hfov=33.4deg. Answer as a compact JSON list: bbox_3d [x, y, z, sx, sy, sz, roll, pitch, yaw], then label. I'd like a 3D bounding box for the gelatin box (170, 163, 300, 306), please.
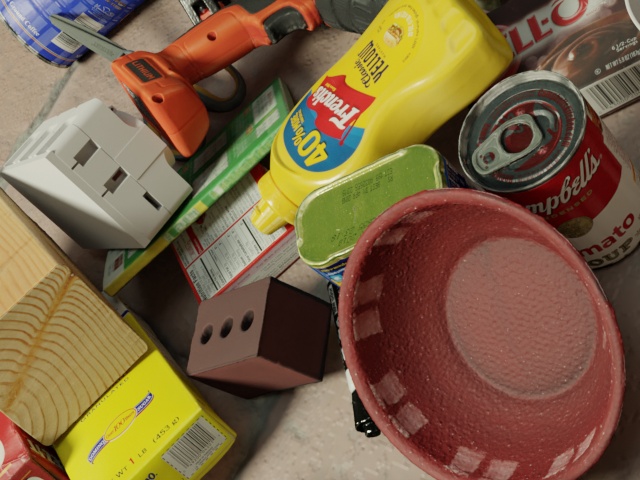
[{"bbox_3d":[-0.055,0.001,0.732,0.089,0.030,0.073,-42,48,10],"label":"gelatin box"}]

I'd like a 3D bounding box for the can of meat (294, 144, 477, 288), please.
[{"bbox_3d":[0.048,-0.003,0.615,0.102,0.083,0.057,-25,52,26],"label":"can of meat"}]

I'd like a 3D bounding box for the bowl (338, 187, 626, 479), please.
[{"bbox_3d":[0.088,0.047,0.544,0.162,0.055,0.162,13,111,36],"label":"bowl"}]

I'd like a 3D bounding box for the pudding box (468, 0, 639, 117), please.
[{"bbox_3d":[0.139,-0.109,0.634,0.114,0.039,0.090,-24,53,26],"label":"pudding box"}]

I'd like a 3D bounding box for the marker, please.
[{"bbox_3d":[0.020,0.063,0.644,0.020,0.020,0.121,-29,51,22],"label":"marker"}]

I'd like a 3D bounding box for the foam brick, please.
[{"bbox_3d":[-0.038,0.061,0.656,0.078,0.051,0.053,-22,51,47],"label":"foam brick"}]

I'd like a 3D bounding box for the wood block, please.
[{"bbox_3d":[-0.212,0.037,0.727,0.090,0.090,0.206,-44,35,-9],"label":"wood block"}]

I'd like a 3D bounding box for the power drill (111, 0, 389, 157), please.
[{"bbox_3d":[-0.042,-0.138,0.746,0.187,0.057,0.185,-36,35,-10],"label":"power drill"}]

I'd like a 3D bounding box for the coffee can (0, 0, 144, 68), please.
[{"bbox_3d":[-0.205,-0.233,0.933,0.140,0.102,0.103,-36,48,17],"label":"coffee can"}]

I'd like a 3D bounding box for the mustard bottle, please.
[{"bbox_3d":[0.025,-0.073,0.654,0.192,0.058,0.096,-46,41,20],"label":"mustard bottle"}]

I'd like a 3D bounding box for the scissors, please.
[{"bbox_3d":[-0.151,-0.122,0.850,0.202,0.016,0.096,15,85,25],"label":"scissors"}]

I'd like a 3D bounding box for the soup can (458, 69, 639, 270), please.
[{"bbox_3d":[0.125,-0.034,0.558,0.069,0.102,0.068,-19,55,29],"label":"soup can"}]

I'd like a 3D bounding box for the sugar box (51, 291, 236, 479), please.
[{"bbox_3d":[-0.132,0.107,0.696,0.093,0.048,0.176,-44,39,-7],"label":"sugar box"}]
